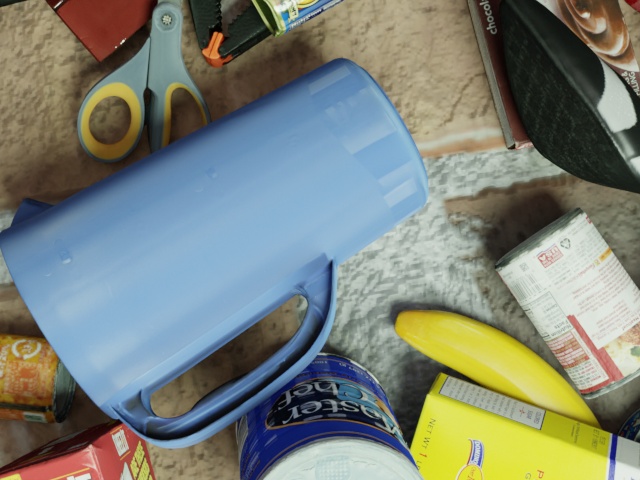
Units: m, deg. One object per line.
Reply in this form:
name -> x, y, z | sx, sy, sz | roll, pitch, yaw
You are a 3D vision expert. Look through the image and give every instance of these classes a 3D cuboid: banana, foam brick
banana -> 0.131, 0.110, 0.684 | 0.069, 0.037, 0.198 | -37, 87, -4
foam brick -> -0.137, -0.166, 0.688 | 0.078, 0.051, 0.053 | -41, 47, -1

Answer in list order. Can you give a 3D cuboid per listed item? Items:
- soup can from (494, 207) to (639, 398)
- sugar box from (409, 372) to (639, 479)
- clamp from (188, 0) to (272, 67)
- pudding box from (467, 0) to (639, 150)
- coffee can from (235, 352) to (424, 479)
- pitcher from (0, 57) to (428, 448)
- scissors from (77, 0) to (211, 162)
soup can -> 0.165, 0.039, 0.673 | 0.068, 0.068, 0.102 | -34, 86, -2
sugar box -> 0.140, 0.156, 0.650 | 0.176, 0.048, 0.093 | 18, 109, 15
clamp -> -0.023, -0.212, 0.706 | 0.164, 0.036, 0.210 | 15, 86, 2
pudding box -> 0.153, -0.124, 0.697 | 0.090, 0.039, 0.113 | -16, 87, -1
coffee can -> 0.003, 0.136, 0.620 | 0.102, 0.140, 0.103 | -1, 103, -6
pitcher -> -0.054, 0.001, 0.649 | 0.242, 0.145, 0.149 | -31, 114, -4
scissors -> -0.115, -0.131, 0.673 | 0.096, 0.016, 0.202 | -6, 110, 0
